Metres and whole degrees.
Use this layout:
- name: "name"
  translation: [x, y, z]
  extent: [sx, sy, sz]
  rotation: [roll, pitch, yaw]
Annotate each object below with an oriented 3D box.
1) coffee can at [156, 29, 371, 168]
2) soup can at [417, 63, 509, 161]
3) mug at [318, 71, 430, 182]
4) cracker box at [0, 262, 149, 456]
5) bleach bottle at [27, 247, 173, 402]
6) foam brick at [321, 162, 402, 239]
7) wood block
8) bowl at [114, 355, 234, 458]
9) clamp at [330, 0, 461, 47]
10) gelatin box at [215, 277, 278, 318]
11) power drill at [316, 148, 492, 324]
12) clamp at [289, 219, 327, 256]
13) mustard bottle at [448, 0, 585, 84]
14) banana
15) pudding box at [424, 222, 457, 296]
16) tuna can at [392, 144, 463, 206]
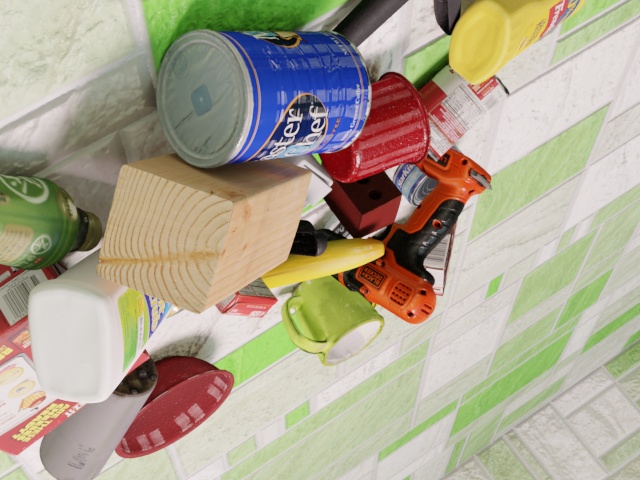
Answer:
- name: "coffee can"
  translation: [-0.043, -0.114, 0.841]
  extent: [0.140, 0.103, 0.103]
  rotation: [-12, 145, -46]
- name: "soup can"
  translation: [0.134, -0.140, 1.094]
  extent: [0.102, 0.068, 0.068]
  rotation: [-42, 157, 7]
- name: "mug"
  translation: [0.041, -0.100, 1.017]
  extent: [0.081, 0.093, 0.117]
  rotation: [-21, 170, -24]
- name: "cracker box"
  translation: [-0.268, 0.102, 0.958]
  extent: [0.164, 0.072, 0.213]
  rotation: [-36, 158, -4]
- name: "bleach bottle"
  translation: [-0.159, 0.035, 0.902]
  extent: [0.250, 0.068, 0.102]
  rotation: [-59, 153, -65]
- name: "foam brick"
  translation: [0.040, -0.050, 1.110]
  extent: [0.052, 0.078, 0.051]
  rotation: [-27, 156, -24]
- name: "wood block"
  translation: [-0.086, -0.018, 0.861]
  extent: [0.206, 0.091, 0.090]
  rotation: [-34, 142, -72]
- name: "bowl"
  translation: [-0.182, 0.185, 1.251]
  extent: [0.162, 0.055, 0.162]
  rotation: [-31, 156, -16]
- name: "clamp"
  translation: [0.089, -0.233, 0.894]
  extent: [0.164, 0.036, 0.210]
  rotation: [-25, 157, -33]
- name: "gelatin box"
  translation: [-0.093, 0.036, 1.063]
  extent: [0.030, 0.089, 0.073]
  rotation: [-45, 156, 16]
- name: "power drill"
  translation: [0.085, -0.022, 1.161]
  extent: [0.057, 0.185, 0.188]
  rotation: [27, 94, -52]
- name: "clamp"
  translation: [-0.057, 0.001, 1.053]
  extent: [0.120, 0.039, 0.171]
  rotation: [-1, -176, -3]
- name: "mustard bottle"
  translation: [0.205, -0.226, 1.024]
  extent: [0.191, 0.058, 0.096]
  rotation: [-38, 162, -34]
- name: "banana"
  translation: [-0.027, 0.026, 1.127]
  extent: [0.198, 0.037, 0.069]
  rotation: [-15, -179, 39]
- name: "pudding box"
  translation: [0.148, 0.001, 1.335]
  extent: [0.090, 0.039, 0.113]
  rotation: [76, 28, -64]
- name: "tuna can"
  translation: [0.128, -0.079, 1.239]
  extent: [0.086, 0.034, 0.086]
  rotation: [-31, 156, -16]
